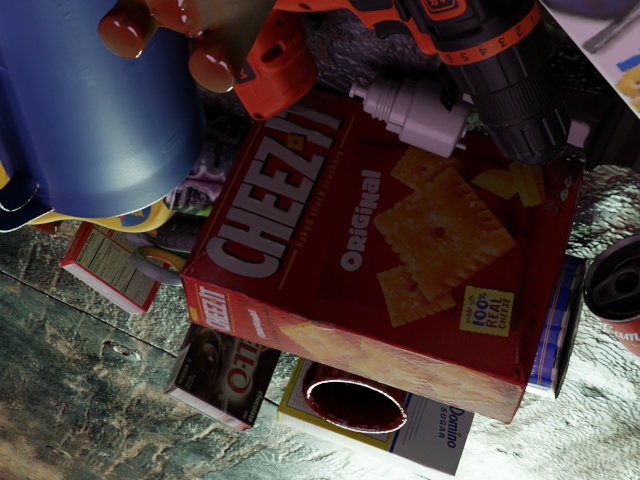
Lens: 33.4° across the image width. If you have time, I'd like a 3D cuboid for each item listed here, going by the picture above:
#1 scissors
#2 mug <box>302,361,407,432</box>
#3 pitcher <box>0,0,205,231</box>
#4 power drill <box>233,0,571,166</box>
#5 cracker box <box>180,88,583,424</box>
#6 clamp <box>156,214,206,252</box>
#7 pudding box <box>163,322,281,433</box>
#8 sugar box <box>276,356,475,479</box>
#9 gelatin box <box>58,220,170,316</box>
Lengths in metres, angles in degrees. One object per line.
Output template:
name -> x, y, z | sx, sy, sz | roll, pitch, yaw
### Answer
scissors -> -0.086, 0.037, 0.940 | 0.201, 0.096, 0.016 | 28, 110, -7
mug -> 0.031, 0.117, 0.962 | 0.117, 0.081, 0.093 | -20, 131, 41
pitcher -> -0.143, -0.117, 0.577 | 0.145, 0.149, 0.243 | -8, 152, -5
power drill -> 0.026, -0.112, 0.558 | 0.188, 0.057, 0.184 | -3, 125, 43
cracker box -> 0.042, 0.001, 0.672 | 0.214, 0.164, 0.072 | 17, 151, 10
clamp -> -0.056, 0.001, 0.849 | 0.164, 0.036, 0.210 | 4, -177, -37
pudding box -> -0.091, 0.117, 1.036 | 0.090, 0.113, 0.039 | 30, 149, -16
sugar box -> 0.056, 0.158, 1.019 | 0.176, 0.093, 0.048 | 21, 155, 5
gelatin box -> -0.181, 0.014, 0.963 | 0.089, 0.073, 0.030 | 38, 149, -27
